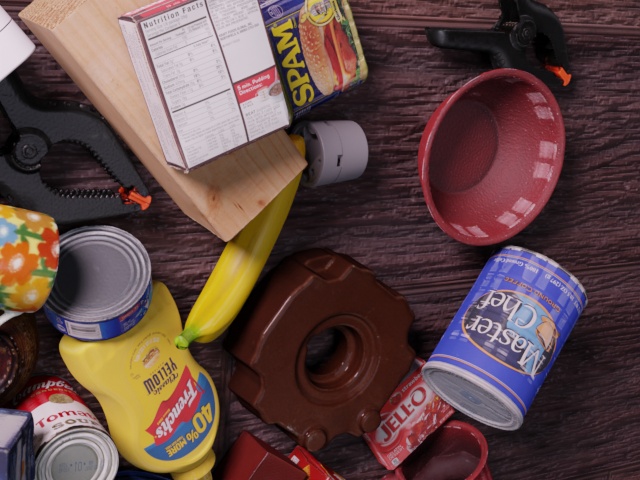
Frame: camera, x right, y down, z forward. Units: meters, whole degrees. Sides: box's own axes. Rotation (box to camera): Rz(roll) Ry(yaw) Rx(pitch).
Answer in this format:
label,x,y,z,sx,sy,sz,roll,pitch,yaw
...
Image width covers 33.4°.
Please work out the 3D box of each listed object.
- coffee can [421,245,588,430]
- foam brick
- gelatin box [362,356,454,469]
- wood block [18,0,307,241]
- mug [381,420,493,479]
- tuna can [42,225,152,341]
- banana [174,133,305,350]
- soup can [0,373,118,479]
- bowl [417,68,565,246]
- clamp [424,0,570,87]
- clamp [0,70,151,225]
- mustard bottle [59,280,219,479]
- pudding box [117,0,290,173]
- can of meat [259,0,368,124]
label,x,y,z,sx,sy,sz,roll,pitch,yaw
coffee can,0.173,0.091,0.999,0.102,0.103,0.140,47,67,-33
foam brick,-0.062,0.219,0.951,0.053,0.051,0.078,39,84,-33
gelatin box,0.078,0.165,1.029,0.089,0.030,0.073,-40,121,-14
wood block,-0.112,-0.110,0.787,0.090,0.091,0.206,-44,123,-11
mug,0.116,0.242,1.051,0.117,0.093,0.081,-17,124,9
tuna can,-0.169,0.032,0.803,0.086,0.086,0.034,-27,151,-21
banana,-0.060,0.007,0.875,0.037,0.070,0.197,27,80,-2
soup can,-0.202,0.152,0.815,0.068,0.102,0.068,-10,111,-28
bowl,0.144,-0.079,0.971,0.161,0.055,0.162,-10,111,-28
clamp,0.174,-0.200,0.959,0.171,0.039,0.120,23,98,-40
clamp,-0.223,-0.060,0.770,0.209,0.036,0.164,33,90,-30
mustard bottle,-0.133,0.132,0.874,0.096,0.058,0.191,-44,126,-34
pudding box,-0.077,-0.115,0.728,0.090,0.039,0.113,-26,115,-22
can of meat,-0.017,-0.154,0.851,0.083,0.058,0.102,-31,120,-22
